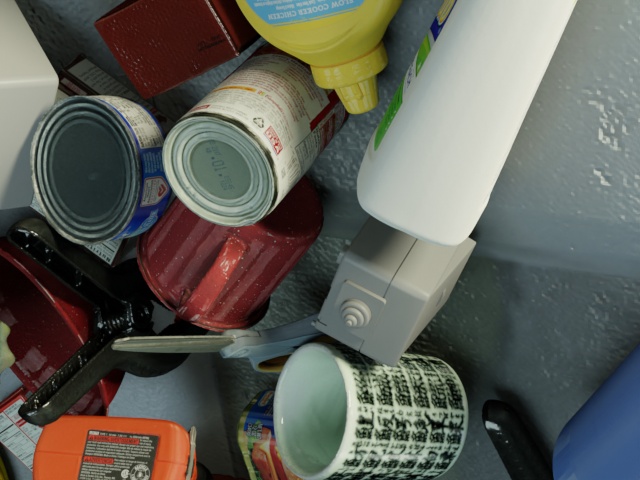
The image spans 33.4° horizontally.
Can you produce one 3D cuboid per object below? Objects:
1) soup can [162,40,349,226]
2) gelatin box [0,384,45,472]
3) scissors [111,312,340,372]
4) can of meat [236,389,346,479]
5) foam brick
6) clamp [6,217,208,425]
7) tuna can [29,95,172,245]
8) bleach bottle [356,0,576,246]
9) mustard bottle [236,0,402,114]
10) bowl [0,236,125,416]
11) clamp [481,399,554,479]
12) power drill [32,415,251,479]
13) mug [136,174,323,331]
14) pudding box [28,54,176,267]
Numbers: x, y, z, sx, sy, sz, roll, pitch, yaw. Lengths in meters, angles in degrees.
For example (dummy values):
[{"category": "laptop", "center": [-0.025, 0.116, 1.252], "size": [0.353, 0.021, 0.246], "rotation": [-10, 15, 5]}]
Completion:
[{"category": "soup can", "center": [-0.033, -0.060, 0.581], "size": [0.069, 0.102, 0.068], "rotation": [14, 127, 19]}, {"category": "gelatin box", "center": [-0.227, 0.160, 0.882], "size": [0.089, 0.030, 0.073], "rotation": [48, 131, -10]}, {"category": "scissors", "center": [-0.030, 0.054, 0.629], "size": [0.096, 0.201, 0.016], "rotation": [-24, 71, 16]}, {"category": "can of meat", "center": [-0.003, 0.153, 0.744], "size": [0.084, 0.057, 0.102], "rotation": [2, 123, 29]}, {"category": "foam brick", "center": [-0.074, -0.122, 0.594], "size": [0.078, 0.051, 0.053], "rotation": [-16, 114, 35]}, {"category": "clamp", "center": [-0.129, 0.059, 0.675], "size": [0.039, 0.171, 0.120], "rotation": [-3, 78, 38]}, {"category": "tuna can", "center": [-0.127, -0.042, 0.620], "size": [0.086, 0.033, 0.086], "rotation": [6, 101, 32]}, {"category": "bleach bottle", "center": [0.093, -0.121, 0.490], "size": [0.068, 0.102, 0.251], "rotation": [24, 124, 0]}, {"category": "mustard bottle", "center": [-0.006, -0.152, 0.533], "size": [0.096, 0.058, 0.191], "rotation": [-5, 119, 29]}, {"category": "bowl", "center": [-0.185, 0.054, 0.753], "size": [0.162, 0.055, 0.162], "rotation": [31, 141, 29]}, {"category": "clamp", "center": [0.150, 0.210, 0.713], "size": [0.210, 0.036, 0.165], "rotation": [36, 129, -2]}, {"category": "power drill", "center": [-0.131, 0.175, 0.767], "size": [0.184, 0.057, 0.187], "rotation": [-1, 157, 14]}, {"category": "mug", "center": [-0.054, 0.001, 0.629], "size": [0.093, 0.117, 0.082], "rotation": [35, 126, -7]}, {"category": "pudding box", "center": [-0.145, -0.049, 0.691], "size": [0.090, 0.039, 0.114], "rotation": [35, 133, 1]}]
